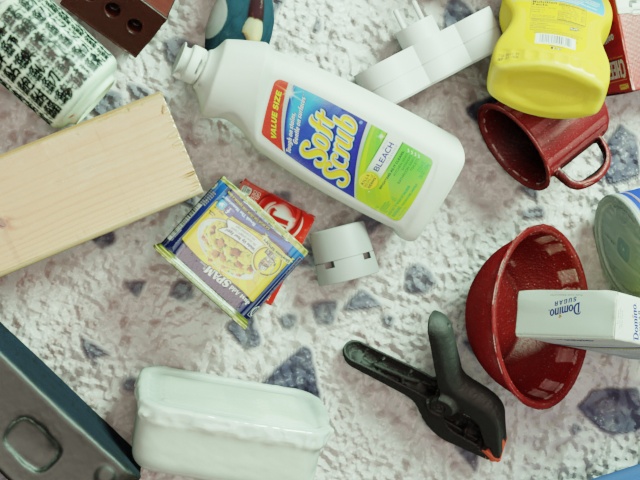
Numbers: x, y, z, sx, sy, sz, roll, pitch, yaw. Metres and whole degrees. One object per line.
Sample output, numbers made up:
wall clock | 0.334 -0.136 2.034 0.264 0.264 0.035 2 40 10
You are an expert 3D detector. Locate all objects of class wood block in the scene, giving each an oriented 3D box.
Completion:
wood block | -0.211 -0.041 0.878 0.206 0.090 0.091 -23 97 -9

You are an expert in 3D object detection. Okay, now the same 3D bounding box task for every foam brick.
foam brick | -0.165 -0.203 0.884 0.078 0.051 0.053 35 129 -19

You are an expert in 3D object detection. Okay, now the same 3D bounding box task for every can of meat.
can of meat | -0.074 0.009 0.889 0.102 0.057 0.084 42 86 -10

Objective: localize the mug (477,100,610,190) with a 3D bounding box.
mug | 0.208 -0.096 0.947 0.081 0.093 0.117 -37 70 -12

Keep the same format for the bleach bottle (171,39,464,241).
bleach bottle | -0.009 -0.092 0.897 0.250 0.068 0.103 23 114 -17

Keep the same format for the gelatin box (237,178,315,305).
gelatin box | -0.056 0.001 0.937 0.073 0.030 0.089 28 87 -10

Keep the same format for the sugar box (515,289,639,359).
sugar box | 0.254 0.073 0.920 0.175 0.094 0.048 18 75 -46

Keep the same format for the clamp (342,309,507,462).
clamp | 0.100 0.134 0.950 0.171 0.120 0.039 55 49 -22

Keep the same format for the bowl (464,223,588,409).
bowl | 0.176 0.067 0.946 0.161 0.055 0.162 3 86 -47

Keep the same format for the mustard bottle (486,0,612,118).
mustard bottle | 0.202 -0.186 0.922 0.096 0.058 0.191 10 47 7
